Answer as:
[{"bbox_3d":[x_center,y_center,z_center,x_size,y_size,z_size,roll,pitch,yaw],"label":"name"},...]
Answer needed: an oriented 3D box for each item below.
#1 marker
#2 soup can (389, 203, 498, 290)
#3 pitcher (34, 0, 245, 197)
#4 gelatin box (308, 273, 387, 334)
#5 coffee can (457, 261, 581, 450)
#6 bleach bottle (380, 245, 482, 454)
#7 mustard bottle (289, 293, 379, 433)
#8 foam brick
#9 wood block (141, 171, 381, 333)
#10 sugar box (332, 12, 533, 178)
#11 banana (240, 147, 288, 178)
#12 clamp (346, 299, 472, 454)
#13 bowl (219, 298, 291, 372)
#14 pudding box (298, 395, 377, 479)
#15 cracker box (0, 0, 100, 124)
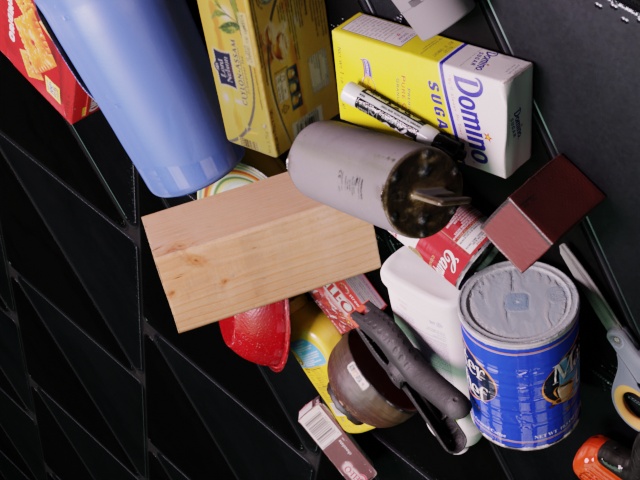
[{"bbox_3d":[0.070,-0.098,0.888,0.121,0.020,0.020,32,143,23],"label":"marker"},{"bbox_3d":[0.108,-0.013,0.963,0.102,0.068,0.069,41,146,17],"label":"soup can"},{"bbox_3d":[-0.176,-0.167,1.044,0.149,0.145,0.243,-115,0,-65],"label":"pitcher"},{"bbox_3d":[0.021,0.053,1.165,0.089,0.030,0.073,53,147,-2],"label":"gelatin box"},{"bbox_3d":[0.178,0.102,0.947,0.103,0.102,0.140,24,142,36],"label":"coffee can"},{"bbox_3d":[0.124,0.123,1.081,0.103,0.068,0.251,31,145,38],"label":"bleach bottle"},{"bbox_3d":[0.005,0.131,1.233,0.191,0.058,0.096,55,158,-6],"label":"mustard bottle"},{"bbox_3d":[0.178,-0.023,0.859,0.053,0.078,0.051,48,148,10],"label":"foam brick"},{"bbox_3d":[-0.057,0.002,1.035,0.091,0.206,0.090,-120,14,-56],"label":"wood block"},{"bbox_3d":[0.092,-0.124,0.896,0.176,0.048,0.093,26,139,36],"label":"sugar box"},{"bbox_3d":[-0.058,-0.063,1.144,0.198,0.037,0.070,57,146,-8],"label":"banana"},{"bbox_3d":[0.087,0.123,1.016,0.171,0.039,0.120,49,160,16],"label":"clamp"},{"bbox_3d":[-0.082,0.073,1.217,0.162,0.055,0.162,175,90,-72],"label":"bowl"},{"bbox_3d":[0.020,0.248,1.313,0.113,0.039,0.090,53,177,2],"label":"pudding box"},{"bbox_3d":[-0.330,-0.266,1.248,0.214,0.072,0.164,44,146,13],"label":"cracker box"}]
